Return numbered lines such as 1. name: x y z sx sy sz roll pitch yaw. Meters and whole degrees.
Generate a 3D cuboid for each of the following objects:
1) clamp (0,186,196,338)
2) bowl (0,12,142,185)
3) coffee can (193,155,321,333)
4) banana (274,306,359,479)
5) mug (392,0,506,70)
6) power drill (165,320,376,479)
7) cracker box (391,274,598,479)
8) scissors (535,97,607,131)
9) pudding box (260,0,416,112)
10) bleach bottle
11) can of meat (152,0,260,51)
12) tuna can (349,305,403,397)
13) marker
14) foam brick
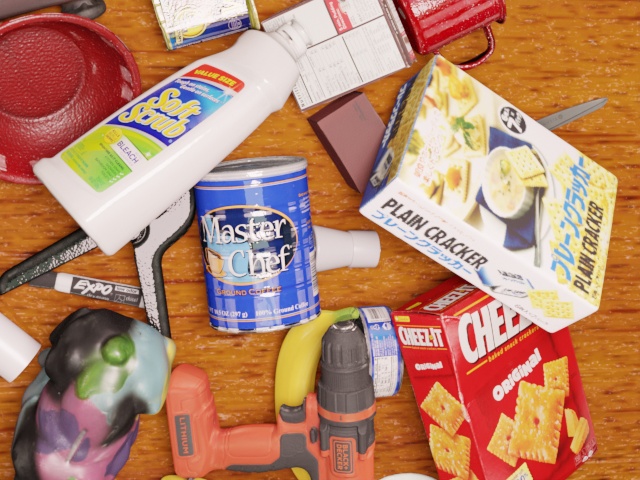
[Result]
1. clamp: -0.181 -0.009 0.949 0.164 0.036 0.210 19 88 -11
2. bowl: -0.236 -0.128 0.901 0.162 0.055 0.162 -16 131 -19
3. coffee can: -0.056 0.001 0.948 0.102 0.103 0.140 -7 101 -9
4. banana: -0.013 0.144 1.000 0.037 0.070 0.198 -15 120 -48
5. mug: 0.113 -0.207 0.950 0.081 0.093 0.117 -27 104 0
6. power drill: -0.042 0.154 0.957 0.188 0.057 0.184 2 110 14
7. cracker box: 0.168 0.135 0.988 0.163 0.072 0.214 -26 105 -38
8. scissors: 0.182 -0.078 1.020 0.201 0.016 0.096 -8 102 -8
9. pudding box: 0.016 -0.176 0.944 0.114 0.039 0.090 -19 105 23
10. bleach bottle: -0.114 -0.102 0.901 0.250 0.103 0.068 -41 145 -9
11. can of meat: -0.106 -0.222 0.926 0.084 0.057 0.102 -16 99 -4
12. tuna can: 0.050 0.103 0.991 0.033 0.086 0.086 -4 100 -11
13. marker: -0.208 0.043 0.972 0.121 0.020 0.020 12 97 -11
14. foam brick: 0.033 -0.091 0.974 0.053 0.051 0.078 -33 103 -4
